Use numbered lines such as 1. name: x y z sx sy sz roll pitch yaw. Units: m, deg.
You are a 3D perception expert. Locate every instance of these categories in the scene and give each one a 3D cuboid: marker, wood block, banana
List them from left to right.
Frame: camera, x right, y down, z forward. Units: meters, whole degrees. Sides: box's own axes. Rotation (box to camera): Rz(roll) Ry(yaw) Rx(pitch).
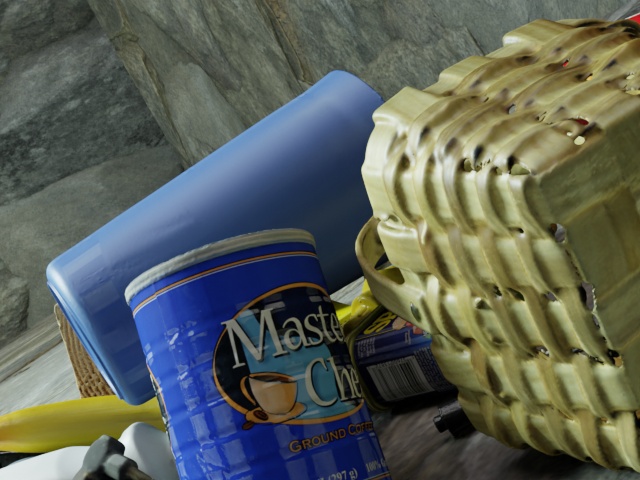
1. banana: -0.125 0.122 0.726 0.198 0.037 0.069 -4 -11 3
2. wood block: -0.151 0.096 0.899 0.090 0.090 0.206 -18 -10 -7
3. marker: 0.116 0.074 0.581 0.121 0.020 0.020 -29 8 8

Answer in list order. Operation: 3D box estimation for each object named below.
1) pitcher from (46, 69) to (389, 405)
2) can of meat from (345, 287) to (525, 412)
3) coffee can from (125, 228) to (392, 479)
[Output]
1. pitcher: -0.055 0.001 0.715 0.242 0.145 0.149 -32 -30 -15
2. can of meat: 0.077 0.060 0.682 0.084 0.057 0.101 -20 12 41
3. coffee can: -0.031 0.077 0.543 0.102 0.140 0.103 -17 -13 -4
